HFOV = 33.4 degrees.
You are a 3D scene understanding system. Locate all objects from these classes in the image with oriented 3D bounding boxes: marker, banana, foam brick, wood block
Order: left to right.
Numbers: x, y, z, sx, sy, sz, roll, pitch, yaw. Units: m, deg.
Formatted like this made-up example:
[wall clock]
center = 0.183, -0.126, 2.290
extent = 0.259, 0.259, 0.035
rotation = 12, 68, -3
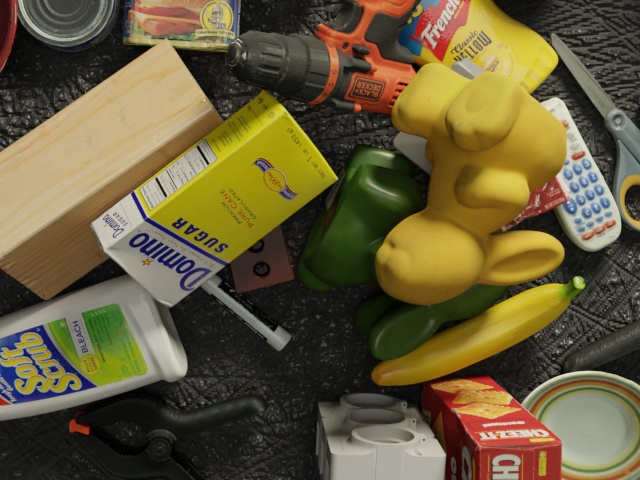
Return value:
[wood block]
center = -0.175, -0.055, 0.868
extent = 0.206, 0.090, 0.090
rotation = -34, 60, 0
[marker]
center = -0.077, 0.053, 0.937
extent = 0.121, 0.020, 0.020
rotation = 40, 92, -7
[foam brick]
center = -0.056, 0.001, 0.917
extent = 0.053, 0.051, 0.078
rotation = -14, 97, -2
[banana]
center = 0.137, 0.080, 0.933
extent = 0.198, 0.069, 0.037
rotation = -27, 62, 5

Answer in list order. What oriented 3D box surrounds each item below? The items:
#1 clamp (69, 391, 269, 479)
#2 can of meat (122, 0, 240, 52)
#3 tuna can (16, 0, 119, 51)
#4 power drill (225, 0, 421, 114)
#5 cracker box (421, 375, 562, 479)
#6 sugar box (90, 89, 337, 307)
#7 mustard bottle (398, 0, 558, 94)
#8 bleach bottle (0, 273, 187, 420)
[clamp]
center = -0.134, 0.188, 0.938
extent = 0.171, 0.039, 0.120
rotation = 5, 91, 2
[can of meat]
center = -0.115, -0.202, 0.890
extent = 0.102, 0.057, 0.084
rotation = 3, 98, -4
[tuna can]
center = -0.213, -0.203, 0.894
extent = 0.086, 0.034, 0.086
rotation = 0, 96, -4
[power drill]
center = 0.027, -0.189, 0.808
extent = 0.184, 0.057, 0.188
rotation = 3, 119, -44
[cracker box]
center = 0.133, 0.213, 0.870
extent = 0.072, 0.214, 0.164
rotation = -2, 96, -4
[sugar box]
center = -0.082, -0.030, 0.841
extent = 0.176, 0.048, 0.093
rotation = -40, 135, 1
[mustard bottle]
center = 0.104, -0.188, 0.905
extent = 0.191, 0.058, 0.096
rotation = 45, 103, -6
[bleach bottle]
center = -0.248, 0.111, 0.911
extent = 0.251, 0.068, 0.102
rotation = -20, 97, 1
